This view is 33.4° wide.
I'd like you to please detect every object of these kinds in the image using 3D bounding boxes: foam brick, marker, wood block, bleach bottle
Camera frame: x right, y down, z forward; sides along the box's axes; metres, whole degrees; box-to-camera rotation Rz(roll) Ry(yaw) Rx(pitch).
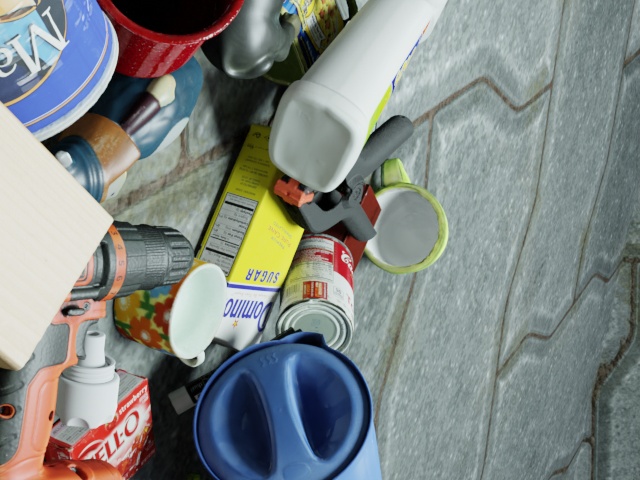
[{"bbox_3d":[0.016,-0.015,1.015,0.078,0.051,0.053,-65,155,-18],"label":"foam brick"},{"bbox_3d":[-0.067,0.105,0.871,0.121,0.020,0.020,-28,140,-10],"label":"marker"},{"bbox_3d":[-0.197,-0.039,0.458,0.206,0.090,0.090,53,56,-44],"label":"wood block"},{"bbox_3d":[0.047,-0.156,0.850,0.250,0.068,0.103,-58,176,-34],"label":"bleach bottle"}]

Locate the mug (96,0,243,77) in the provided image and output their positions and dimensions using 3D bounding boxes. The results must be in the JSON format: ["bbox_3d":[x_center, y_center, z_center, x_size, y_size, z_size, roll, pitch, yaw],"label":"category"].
[{"bbox_3d":[-0.090,-0.151,0.633,0.117,0.082,0.093,-29,91,-24],"label":"mug"}]

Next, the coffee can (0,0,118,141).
[{"bbox_3d":[-0.169,-0.125,0.501,0.102,0.103,0.140,-62,152,-25],"label":"coffee can"}]

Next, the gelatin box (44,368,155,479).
[{"bbox_3d":[-0.158,0.148,0.771,0.089,0.030,0.073,-44,141,-48],"label":"gelatin box"}]

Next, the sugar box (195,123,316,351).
[{"bbox_3d":[-0.055,0.001,0.881,0.093,0.048,0.176,39,68,-64],"label":"sugar box"}]

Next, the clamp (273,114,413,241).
[{"bbox_3d":[0.023,-0.056,0.898,0.171,0.039,0.120,0,110,-64],"label":"clamp"}]

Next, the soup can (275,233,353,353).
[{"bbox_3d":[-0.005,0.049,0.933,0.102,0.068,0.068,-88,177,-57],"label":"soup can"}]

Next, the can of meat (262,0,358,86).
[{"bbox_3d":[-0.020,-0.182,0.836,0.084,0.058,0.102,-61,152,-24],"label":"can of meat"}]

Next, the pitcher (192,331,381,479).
[{"bbox_3d":[-0.014,0.203,0.859,0.149,0.145,0.243,-32,143,-13],"label":"pitcher"}]

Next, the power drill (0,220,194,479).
[{"bbox_3d":[-0.153,0.079,0.656,0.184,0.057,0.188,-2,95,-49],"label":"power drill"}]
